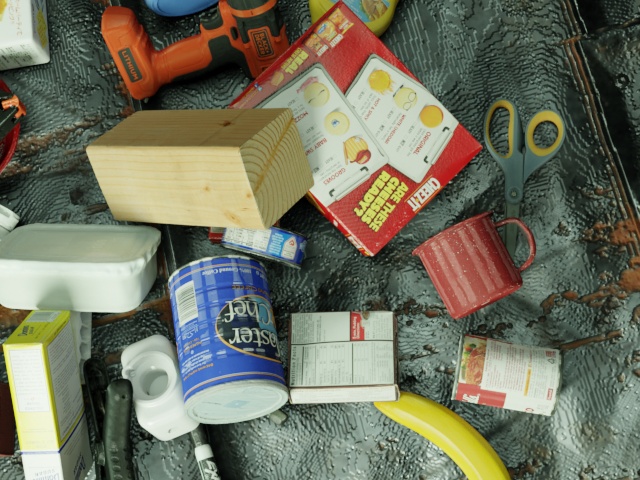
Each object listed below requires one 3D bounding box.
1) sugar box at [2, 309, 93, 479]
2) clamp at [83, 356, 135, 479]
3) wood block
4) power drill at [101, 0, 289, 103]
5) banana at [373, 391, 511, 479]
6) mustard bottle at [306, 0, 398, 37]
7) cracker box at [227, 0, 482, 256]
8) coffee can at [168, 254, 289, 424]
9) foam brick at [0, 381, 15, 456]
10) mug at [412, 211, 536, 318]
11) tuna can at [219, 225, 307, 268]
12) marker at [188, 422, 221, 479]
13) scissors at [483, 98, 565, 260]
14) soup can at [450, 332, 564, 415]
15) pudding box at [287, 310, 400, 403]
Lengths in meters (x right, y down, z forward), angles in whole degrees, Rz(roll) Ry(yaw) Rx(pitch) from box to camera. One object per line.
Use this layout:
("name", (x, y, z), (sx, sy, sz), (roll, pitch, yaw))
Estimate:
("sugar box", (-0.266, 0.165, 1.050), (0.048, 0.093, 0.176), (0, 107, 5))
("clamp", (-0.205, 0.203, 1.062), (0.039, 0.120, 0.171), (-9, 91, -19))
("wood block", (-0.123, -0.075, 1.075), (0.206, 0.090, 0.090), (4, 34, 36))
("power drill", (-0.133, -0.230, 1.139), (0.188, 0.184, 0.057), (-10, 42, 10))
("banana", (0.135, 0.216, 1.064), (0.069, 0.037, 0.198), (-36, 76, -4))
("mustard bottle", (0.044, -0.274, 1.182), (0.096, 0.058, 0.191), (36, 82, 7))
("cracker box", (0.033, -0.114, 1.114), (0.164, 0.072, 0.213), (-44, 92, -3))
("coffee can", (-0.093, 0.099, 1.063), (0.103, 0.103, 0.140), (-13, 63, 2))
("foam brick", (-0.352, 0.187, 1.113), (0.053, 0.051, 0.078), (-2, 76, 4))
("mug", (0.163, 0.022, 1.080), (0.117, 0.093, 0.081), (-28, 80, 11))
("tuna can", (-0.057, 0.001, 1.082), (0.086, 0.086, 0.034), (15, 86, 9))
("marker", (-0.112, 0.242, 1.092), (0.020, 0.020, 0.121), (-20, 75, 1))
("scissors", (0.223, -0.058, 1.133), (0.096, 0.016, 0.202), (-9, 76, 3))
("soup can", (0.186, 0.133, 1.064), (0.102, 0.068, 0.068), (9, 77, 7))
("pudding box", (0.023, 0.118, 1.086), (0.113, 0.039, 0.090), (-3, 56, 7))
